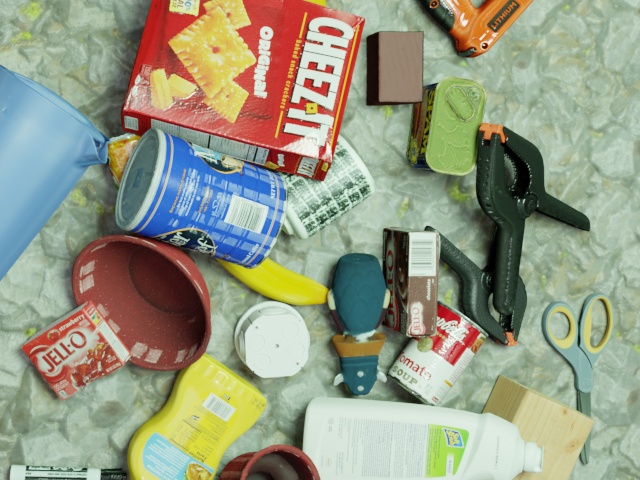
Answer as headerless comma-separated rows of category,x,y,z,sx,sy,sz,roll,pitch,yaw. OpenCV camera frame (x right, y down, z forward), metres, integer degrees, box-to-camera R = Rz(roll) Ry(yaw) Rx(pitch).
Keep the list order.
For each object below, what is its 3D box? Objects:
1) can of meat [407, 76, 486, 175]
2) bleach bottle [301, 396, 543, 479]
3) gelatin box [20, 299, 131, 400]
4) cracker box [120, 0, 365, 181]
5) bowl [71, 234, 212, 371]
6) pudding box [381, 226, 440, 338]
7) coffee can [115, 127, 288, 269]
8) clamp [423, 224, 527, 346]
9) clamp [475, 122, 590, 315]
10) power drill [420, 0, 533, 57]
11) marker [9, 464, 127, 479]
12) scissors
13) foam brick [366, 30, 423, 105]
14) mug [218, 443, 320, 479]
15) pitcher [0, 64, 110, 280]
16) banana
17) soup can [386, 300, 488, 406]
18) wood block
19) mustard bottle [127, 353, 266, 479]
can of meat,0.134,-0.123,1.155,0.057,0.084,0.102,7,93,-13
bleach bottle,0.109,0.227,1.139,0.251,0.068,0.102,4,93,12
gelatin box,-0.253,0.114,1.102,0.089,0.030,0.073,-30,102,19
cracker box,-0.077,-0.168,1.071,0.213,0.072,0.164,14,76,-4
bowl,-0.172,0.053,1.095,0.162,0.055,0.162,12,123,18
pudding box,0.096,0.044,1.157,0.039,0.090,0.113,2,93,-15
coffee can,-0.117,-0.040,1.052,0.140,0.103,0.103,19,90,-26
clamp,0.179,0.040,1.200,0.120,0.039,0.171,-11,97,-13
clamp,0.224,-0.044,1.161,0.164,0.036,0.210,-37,121,-28
power drill,0.145,-0.307,1.159,0.187,0.057,0.184,41,89,-9
marker,-0.266,0.249,1.132,0.121,0.020,0.020,4,93,-12
scissors,0.291,0.157,1.246,0.096,0.016,0.202,12,92,-11
foam brick,0.081,-0.186,1.155,0.051,0.053,0.078,-1,95,-12
mug,-0.068,0.261,1.108,0.117,0.082,0.093,-1,79,-28
pitcher,-0.334,-0.048,1.049,0.144,0.149,0.243,35,90,-27
banana,-0.074,0.011,1.146,0.069,0.037,0.197,-42,101,-6
soup can,0.129,0.127,1.182,0.068,0.068,0.102,37,86,-12
wood block,0.210,0.269,1.199,0.090,0.091,0.206,25,89,-13
mustard bottle,-0.148,0.220,1.135,0.096,0.058,0.191,37,86,-18
